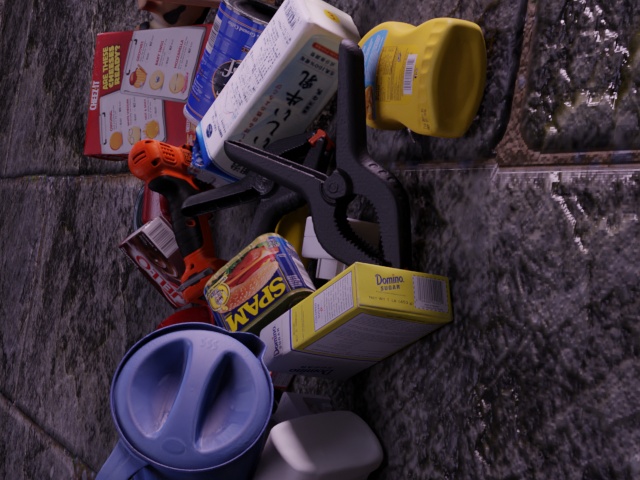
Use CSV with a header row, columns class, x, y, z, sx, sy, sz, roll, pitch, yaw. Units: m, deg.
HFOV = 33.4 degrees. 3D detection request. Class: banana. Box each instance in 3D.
class,x,y,z,sx,sy,sz,roll,pitch,yaw
banana,-0.041,0.002,1.097,0.070,0.037,0.197,-9,51,21

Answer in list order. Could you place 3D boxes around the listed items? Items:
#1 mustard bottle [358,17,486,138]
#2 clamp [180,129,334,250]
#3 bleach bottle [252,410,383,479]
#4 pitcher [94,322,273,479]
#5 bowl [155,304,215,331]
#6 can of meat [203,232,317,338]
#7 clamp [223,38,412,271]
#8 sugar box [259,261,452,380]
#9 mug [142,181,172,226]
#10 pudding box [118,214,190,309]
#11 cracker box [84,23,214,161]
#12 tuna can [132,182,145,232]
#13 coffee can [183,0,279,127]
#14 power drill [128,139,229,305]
class,x,y,z,sx,sy,sz,roll,pitch,yaw
mustard bottle,0.069,-0.144,0.941,0.192,0.058,0.096,19,104,62
clamp,-0.062,-0.052,1.088,0.120,0.039,0.171,38,83,24
bleach bottle,-0.031,0.269,0.972,0.068,0.102,0.251,52,134,40
pitcher,-0.122,0.192,0.961,0.243,0.149,0.145,99,167,-57
bowl,-0.173,0.148,1.281,0.162,0.055,0.162,-170,90,-73
can of meat,-0.055,0.055,1.009,0.102,0.057,0.084,-39,49,12
clamp,0.009,-0.047,0.941,0.165,0.036,0.210,-29,83,30
sugar box,0.025,0.073,0.915,0.177,0.093,0.048,-34,51,54
mug,-0.185,-0.058,1.352,0.117,0.093,0.081,32,-118,-88
pudding box,-0.190,0.029,1.330,0.039,0.113,0.090,-44,9,-32
cracker box,-0.196,-0.183,1.357,0.214,0.072,0.164,3,85,36
tuna can,-0.237,-0.040,1.515,0.086,0.033,0.086,-30,55,56
coffee can,-0.085,-0.192,1.203,0.140,0.102,0.103,-68,30,22
power drill,-0.126,-0.018,1.198,0.057,0.184,0.188,-33,67,24
